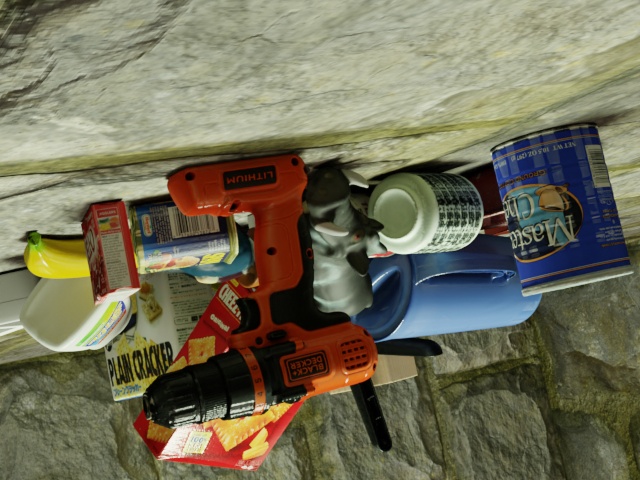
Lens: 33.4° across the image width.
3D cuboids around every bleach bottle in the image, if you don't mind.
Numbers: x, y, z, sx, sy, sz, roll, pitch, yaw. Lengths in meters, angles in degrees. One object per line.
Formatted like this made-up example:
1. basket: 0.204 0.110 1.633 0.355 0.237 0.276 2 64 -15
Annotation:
1. bleach bottle: -0.244 0.071 1.151 0.102 0.068 0.251 -51 176 -4

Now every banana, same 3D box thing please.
1. banana: -0.201 0.011 0.997 0.070 0.037 0.197 -17 172 41

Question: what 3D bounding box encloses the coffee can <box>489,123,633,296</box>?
1. coffee can: 0.223 -0.027 0.993 0.103 0.140 0.103 -12 174 -1

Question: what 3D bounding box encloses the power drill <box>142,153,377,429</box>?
1. power drill: -0.058 0.036 0.797 0.184 0.187 0.057 -11 176 -27

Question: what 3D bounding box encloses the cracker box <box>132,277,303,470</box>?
1. cracker box: -0.086 0.156 1.210 0.163 0.072 0.214 21 107 -47

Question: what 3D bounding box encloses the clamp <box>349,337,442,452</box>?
1. clamp: 0.041 0.143 1.288 0.210 0.165 0.036 34 -152 33

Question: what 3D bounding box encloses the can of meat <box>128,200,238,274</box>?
1. can of meat: -0.119 -0.006 0.917 0.084 0.057 0.102 -9 174 -11

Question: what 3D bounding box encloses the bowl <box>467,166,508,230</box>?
1. bowl: 0.210 -0.052 1.144 0.162 0.055 0.162 -12 174 -1

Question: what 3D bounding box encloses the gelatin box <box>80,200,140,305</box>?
1. gelatin box: -0.175 0.012 0.880 0.030 0.073 0.089 -9 174 -20

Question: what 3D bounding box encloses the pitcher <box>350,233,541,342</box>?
1. pitcher: 0.147 0.045 1.214 0.242 0.145 0.149 1 -150 -39
